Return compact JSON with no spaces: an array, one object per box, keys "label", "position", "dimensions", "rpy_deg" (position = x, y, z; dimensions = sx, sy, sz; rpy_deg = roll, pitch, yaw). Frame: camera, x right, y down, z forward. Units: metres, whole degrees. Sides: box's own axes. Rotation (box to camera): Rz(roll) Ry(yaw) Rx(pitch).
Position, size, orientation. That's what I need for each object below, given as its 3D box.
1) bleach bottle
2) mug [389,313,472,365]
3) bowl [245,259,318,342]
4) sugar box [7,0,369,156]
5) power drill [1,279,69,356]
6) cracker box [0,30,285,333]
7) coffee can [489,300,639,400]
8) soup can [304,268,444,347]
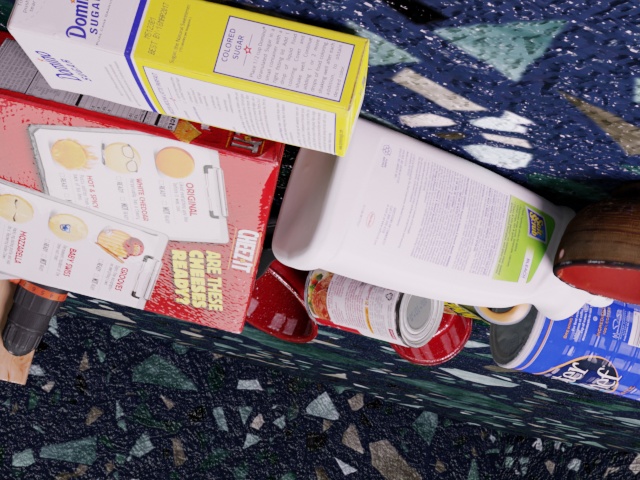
[{"label":"bleach bottle","position":[0.097,0.004,0.702],"dimensions":[0.250,0.102,0.068],"rpy_deg":[20,172,-27]},{"label":"mug","position":[0.115,0.069,1.081],"dimensions":[0.117,0.093,0.081],"rpy_deg":[-20,158,6]},{"label":"bowl","position":[-0.057,0.030,1.058],"dimensions":[0.162,0.055,0.162],"rpy_deg":[29,154,15]},{"label":"sugar box","position":[-0.065,-0.094,0.565],"dimensions":[0.176,0.048,0.093],"rpy_deg":[16,169,3]},{"label":"power drill","position":[-0.343,0.009,1.098],"dimensions":[0.187,0.184,0.057],"rpy_deg":[24,-178,-16]},{"label":"cracker box","position":[-0.137,-0.037,0.694],"dimensions":[0.213,0.072,0.164],"rpy_deg":[14,136,-2]},{"label":"coffee can","position":[0.226,0.072,0.894],"dimensions":[0.140,0.103,0.103],"rpy_deg":[15,169,-10]},{"label":"soup can","position":[0.046,0.049,0.915],"dimensions":[0.102,0.068,0.068],"rpy_deg":[11,170,40]}]
